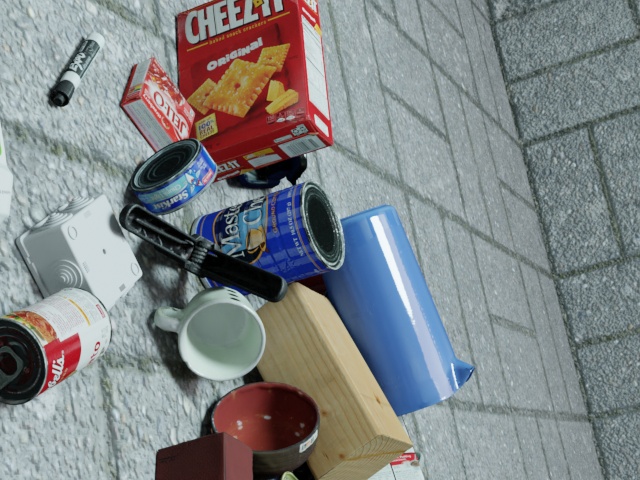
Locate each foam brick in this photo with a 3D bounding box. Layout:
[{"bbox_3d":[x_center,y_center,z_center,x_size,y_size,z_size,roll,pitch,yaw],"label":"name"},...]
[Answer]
[{"bbox_3d":[-0.107,0.217,0.988,0.051,0.078,0.053,44,35,-48],"label":"foam brick"}]

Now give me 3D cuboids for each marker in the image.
[{"bbox_3d":[-0.236,-0.166,1.039,0.020,0.020,0.121,59,26,-31],"label":"marker"}]

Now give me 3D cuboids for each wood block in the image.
[{"bbox_3d":[0.003,0.159,1.183,0.090,0.090,0.206,32,23,-57],"label":"wood block"}]

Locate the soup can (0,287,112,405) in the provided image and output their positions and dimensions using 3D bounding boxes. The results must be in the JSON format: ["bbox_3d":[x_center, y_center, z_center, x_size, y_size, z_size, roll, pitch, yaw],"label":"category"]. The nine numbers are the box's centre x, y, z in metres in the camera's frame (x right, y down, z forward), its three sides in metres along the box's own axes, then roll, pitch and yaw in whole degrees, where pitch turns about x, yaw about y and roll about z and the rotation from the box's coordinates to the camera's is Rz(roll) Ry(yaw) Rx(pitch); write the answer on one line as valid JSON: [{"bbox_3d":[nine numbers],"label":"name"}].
[{"bbox_3d":[-0.217,0.080,0.838,0.068,0.069,0.102,71,21,-5],"label":"soup can"}]

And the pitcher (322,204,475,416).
[{"bbox_3d":[0.067,0.089,1.285,0.243,0.149,0.145,71,-20,1],"label":"pitcher"}]

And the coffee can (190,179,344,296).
[{"bbox_3d":[-0.058,0.001,1.180,0.102,0.140,0.103,49,32,-46],"label":"coffee can"}]

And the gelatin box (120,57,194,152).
[{"bbox_3d":[-0.174,-0.141,1.155,0.089,0.030,0.073,55,28,-37],"label":"gelatin box"}]

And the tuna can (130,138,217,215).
[{"bbox_3d":[-0.149,-0.066,1.084,0.033,0.086,0.086,57,27,-30],"label":"tuna can"}]

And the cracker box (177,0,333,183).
[{"bbox_3d":[-0.080,-0.190,1.236,0.072,0.164,0.213,41,39,-56],"label":"cracker box"}]

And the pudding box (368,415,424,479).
[{"bbox_3d":[0.068,0.263,1.281,0.113,0.090,0.039,-110,-158,-44],"label":"pudding box"}]

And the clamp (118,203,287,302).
[{"bbox_3d":[-0.127,0.011,1.037,0.164,0.036,0.210,29,-7,-14],"label":"clamp"}]
